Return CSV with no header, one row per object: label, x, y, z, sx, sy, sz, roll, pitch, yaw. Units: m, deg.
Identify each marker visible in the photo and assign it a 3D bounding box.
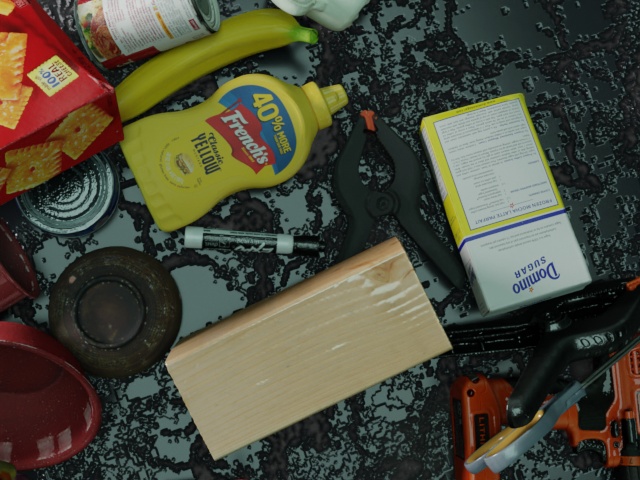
marker,-0.056,0.001,0.918,0.121,0.020,0.020,4,87,-4

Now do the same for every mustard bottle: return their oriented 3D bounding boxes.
mustard bottle,-0.066,-0.086,0.902,0.191,0.058,0.096,-24,96,-6

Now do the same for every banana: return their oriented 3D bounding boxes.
banana,-0.100,-0.153,0.901,0.198,0.069,0.037,-24,116,4

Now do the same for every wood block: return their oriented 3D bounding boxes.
wood block,-0.010,0.084,0.863,0.206,0.090,0.091,-26,96,4

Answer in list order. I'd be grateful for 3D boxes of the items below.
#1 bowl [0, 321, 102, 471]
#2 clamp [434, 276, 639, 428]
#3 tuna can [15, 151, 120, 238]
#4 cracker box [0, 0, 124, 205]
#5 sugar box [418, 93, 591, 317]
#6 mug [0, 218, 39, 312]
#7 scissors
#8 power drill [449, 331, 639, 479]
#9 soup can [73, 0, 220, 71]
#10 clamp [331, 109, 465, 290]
bowl,-0.254,0.116,0.855,0.162,0.055,0.162,-1,132,-1
clamp,0.184,0.078,0.895,0.209,0.165,0.036,-25,116,-26
tuna can,-0.214,-0.045,0.901,0.086,0.034,0.086,0,87,-4
cracker box,-0.287,-0.100,0.825,0.213,0.072,0.164,-31,62,-21
sugar box,0.154,-0.031,0.908,0.093,0.048,0.176,-16,79,-4
mug,-0.292,0.021,0.856,0.081,0.117,0.093,-31,52,0
scissors,0.187,0.134,0.866,0.201,0.096,0.016,-30,82,-40
power drill,0.209,0.176,0.910,0.187,0.057,0.184,-4,84,-7
soup can,-0.142,-0.188,0.883,0.102,0.068,0.068,-17,88,14
clamp,0.064,-0.026,0.919,0.120,0.039,0.171,-1,92,-7
